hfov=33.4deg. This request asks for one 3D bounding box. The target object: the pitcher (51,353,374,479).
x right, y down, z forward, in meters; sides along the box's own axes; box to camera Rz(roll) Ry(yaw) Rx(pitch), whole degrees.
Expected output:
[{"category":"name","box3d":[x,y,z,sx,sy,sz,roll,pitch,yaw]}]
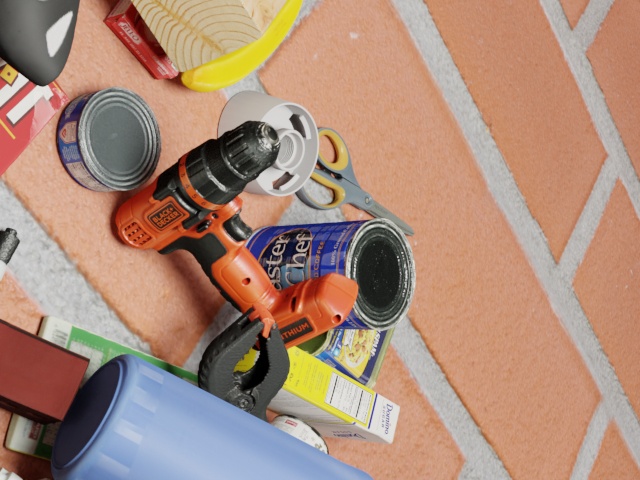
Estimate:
[{"category":"pitcher","box3d":[-0.088,0.195,0.837,0.242,0.145,0.149,35,91,-23]}]

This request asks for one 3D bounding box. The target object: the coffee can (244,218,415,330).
[{"category":"coffee can","box3d":[0.003,0.033,1.005,0.102,0.141,0.103,4,84,-48]}]

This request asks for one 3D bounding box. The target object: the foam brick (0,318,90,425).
[{"category":"foam brick","box3d":[-0.223,0.099,0.794,0.078,0.053,0.051,28,64,-23]}]

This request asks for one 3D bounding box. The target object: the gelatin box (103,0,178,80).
[{"category":"gelatin box","box3d":[-0.139,-0.198,0.941,0.073,0.030,0.089,50,53,-34]}]

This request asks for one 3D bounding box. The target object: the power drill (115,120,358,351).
[{"category":"power drill","box3d":[-0.056,0.001,0.884,0.187,0.185,0.057,47,41,-17]}]

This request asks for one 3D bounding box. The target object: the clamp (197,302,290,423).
[{"category":"clamp","box3d":[-0.065,0.135,0.904,0.120,0.039,0.172,14,113,-38]}]

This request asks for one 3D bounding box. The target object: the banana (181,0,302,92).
[{"category":"banana","box3d":[-0.070,-0.190,1.002,0.197,0.037,0.069,-53,156,-31]}]

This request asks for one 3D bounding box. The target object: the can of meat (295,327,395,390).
[{"category":"can of meat","box3d":[0.022,0.095,1.087,0.083,0.058,0.102,43,57,-36]}]

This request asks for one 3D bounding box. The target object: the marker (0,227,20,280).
[{"category":"marker","box3d":[-0.256,0.044,0.800,0.020,0.020,0.121,41,59,-40]}]

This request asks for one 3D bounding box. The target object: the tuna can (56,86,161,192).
[{"category":"tuna can","box3d":[-0.176,-0.083,0.889,0.085,0.034,0.086,4,85,-49]}]

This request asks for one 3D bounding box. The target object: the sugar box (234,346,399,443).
[{"category":"sugar box","box3d":[-0.011,0.145,1.018,0.176,0.094,0.048,32,64,-44]}]

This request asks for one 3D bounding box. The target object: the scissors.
[{"category":"scissors","box3d":[0.042,-0.063,1.151,0.201,0.016,0.096,10,80,-48]}]

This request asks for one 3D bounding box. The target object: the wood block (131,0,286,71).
[{"category":"wood block","box3d":[-0.076,-0.244,0.929,0.090,0.090,0.206,57,34,-25]}]
